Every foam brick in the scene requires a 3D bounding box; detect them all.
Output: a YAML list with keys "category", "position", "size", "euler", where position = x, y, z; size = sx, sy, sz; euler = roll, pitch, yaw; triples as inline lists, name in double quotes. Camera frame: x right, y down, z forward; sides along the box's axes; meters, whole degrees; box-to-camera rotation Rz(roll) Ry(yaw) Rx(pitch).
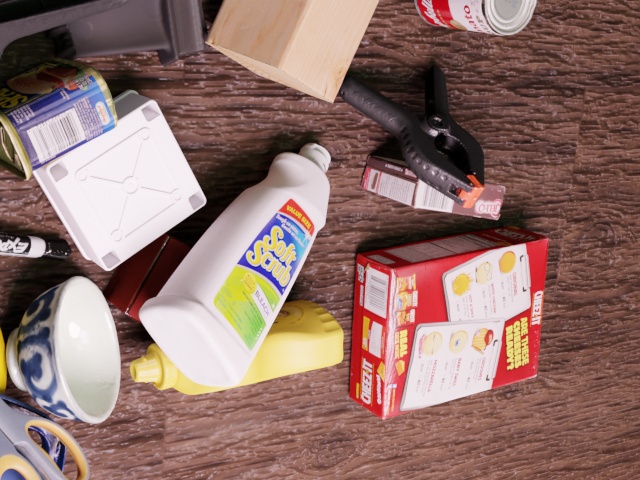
- category: "foam brick"
  position: [-0.143, 0.032, 0.932]
  size: [0.051, 0.053, 0.078]
  euler: [30, 88, -37]

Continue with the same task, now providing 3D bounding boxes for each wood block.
- category: "wood block"
  position: [-0.001, -0.236, 0.903]
  size: [0.090, 0.090, 0.206]
  euler: [22, 93, -59]

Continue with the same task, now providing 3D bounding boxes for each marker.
- category: "marker"
  position: [-0.253, 0.003, 0.856]
  size: [0.120, 0.020, 0.020]
  euler: [8, 100, -47]

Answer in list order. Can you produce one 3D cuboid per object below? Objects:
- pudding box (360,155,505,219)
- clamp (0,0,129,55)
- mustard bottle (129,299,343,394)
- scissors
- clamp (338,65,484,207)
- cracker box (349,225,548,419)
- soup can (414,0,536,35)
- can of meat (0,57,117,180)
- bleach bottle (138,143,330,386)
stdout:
- category: "pudding box"
  position: [0.111, -0.052, 1.053]
  size: [0.113, 0.090, 0.039]
  euler: [9, 98, -35]
- category: "clamp"
  position: [-0.255, -0.159, 0.743]
  size: [0.210, 0.036, 0.164]
  euler: [-34, 145, 12]
- category: "mustard bottle"
  position: [-0.081, 0.100, 0.968]
  size: [0.191, 0.096, 0.058]
  euler: [-10, 111, -31]
- category: "scissors"
  position: [-0.262, 0.139, 0.814]
  size: [0.201, 0.016, 0.096]
  euler: [43, 42, -20]
- category: "clamp"
  position: [0.091, -0.102, 0.996]
  size: [0.120, 0.171, 0.039]
  euler: [-8, 141, -21]
- category: "cracker box"
  position: [0.135, 0.081, 1.125]
  size: [0.213, 0.072, 0.164]
  euler: [-10, 111, -32]
- category: "soup can"
  position: [0.146, -0.232, 1.010]
  size: [0.068, 0.102, 0.068]
  euler: [-11, 111, -31]
- category: "can of meat"
  position: [-0.213, -0.096, 0.813]
  size: [0.083, 0.102, 0.057]
  euler: [-32, 121, -25]
- category: "bleach bottle"
  position: [-0.056, 0.001, 0.928]
  size: [0.102, 0.068, 0.250]
  euler: [59, 44, -34]
